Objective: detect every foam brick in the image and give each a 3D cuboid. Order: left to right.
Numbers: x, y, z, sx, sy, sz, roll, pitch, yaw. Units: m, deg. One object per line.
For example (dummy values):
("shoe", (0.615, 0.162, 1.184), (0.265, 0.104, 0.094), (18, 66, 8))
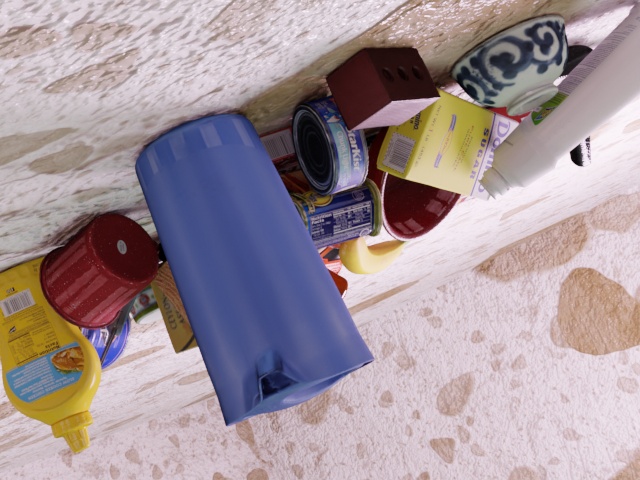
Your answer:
("foam brick", (0.053, -0.131, 0.914), (0.051, 0.053, 0.078), (-32, 169, 39))

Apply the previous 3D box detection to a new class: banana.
("banana", (0.060, 0.014, 1.369), (0.070, 0.037, 0.197), (-61, 160, 14))

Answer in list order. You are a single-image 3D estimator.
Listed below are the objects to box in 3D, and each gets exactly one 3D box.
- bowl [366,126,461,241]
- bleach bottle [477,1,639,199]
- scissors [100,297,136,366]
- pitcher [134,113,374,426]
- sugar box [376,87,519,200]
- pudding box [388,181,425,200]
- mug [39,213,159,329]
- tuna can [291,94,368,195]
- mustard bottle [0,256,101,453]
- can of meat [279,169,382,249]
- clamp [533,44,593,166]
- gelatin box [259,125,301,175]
("bowl", (0.098, -0.083, 1.136), (0.161, 0.055, 0.162), (-29, 133, -36))
("bleach bottle", (0.262, -0.137, 1.087), (0.251, 0.068, 0.102), (-42, -172, 5))
("scissors", (-0.211, 0.073, 1.149), (0.201, 0.016, 0.096), (-80, -165, -59))
("pitcher", (-0.061, 0.023, 0.899), (0.144, 0.243, 0.149), (-17, 168, -35))
("sugar box", (0.133, -0.098, 1.080), (0.175, 0.048, 0.093), (9, 106, -51))
("pudding box", (0.091, -0.062, 1.253), (0.089, 0.039, 0.114), (-10, -163, -24))
("mug", (-0.203, 0.025, 1.037), (0.082, 0.093, 0.117), (-37, 167, 36))
("tuna can", (0.007, -0.085, 0.952), (0.033, 0.086, 0.086), (-18, 169, -22))
("mustard bottle", (-0.272, 0.120, 1.064), (0.096, 0.191, 0.058), (-24, 170, -1))
("can of meat", (-0.004, -0.032, 1.008), (0.083, 0.057, 0.102), (-16, -151, -26))
("clamp", (0.290, -0.159, 1.207), (0.209, 0.036, 0.165), (-2, 122, -47))
("gelatin box", (-0.028, -0.085, 1.030), (0.089, 0.030, 0.073), (-20, 170, -20))
